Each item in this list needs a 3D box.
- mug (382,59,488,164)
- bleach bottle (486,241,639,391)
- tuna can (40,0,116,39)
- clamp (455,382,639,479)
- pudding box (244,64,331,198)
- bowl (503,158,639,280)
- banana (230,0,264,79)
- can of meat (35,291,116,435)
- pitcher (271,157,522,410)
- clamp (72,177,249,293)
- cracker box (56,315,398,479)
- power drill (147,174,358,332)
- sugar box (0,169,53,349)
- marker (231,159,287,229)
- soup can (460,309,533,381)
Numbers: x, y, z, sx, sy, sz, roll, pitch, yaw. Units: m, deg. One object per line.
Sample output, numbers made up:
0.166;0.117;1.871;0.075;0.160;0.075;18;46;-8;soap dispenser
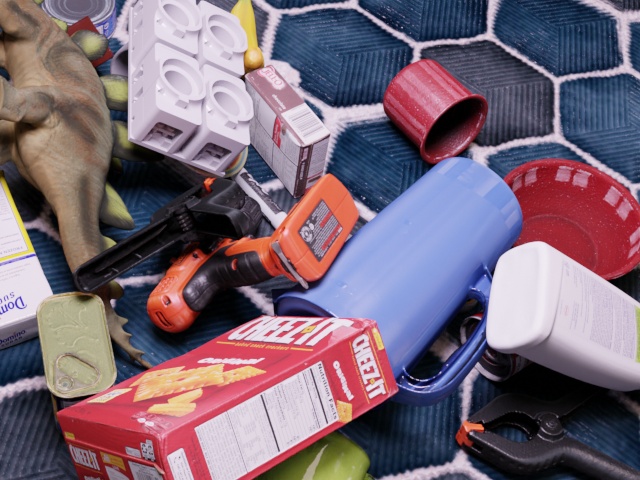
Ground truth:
0.130;-0.144;1.180;0.117;0.093;0.082;1;40;-49;mug
0.261;0.094;0.970;0.250;0.068;0.102;28;59;-30;bleach bottle
-0.278;-0.262;1.227;0.086;0.034;0.086;5;52;-6;tuna can
0.212;0.182;0.966;0.171;0.039;0.120;-7;46;-13;clamp
-0.039;-0.114;1.119;0.039;0.090;0.113;-25;62;-23;pudding box
0.254;-0.008;1.109;0.162;0.055;0.162;5;52;-6;bowl
-0.086;-0.221;1.194;0.037;0.070;0.198;-5;36;-6;banana
-0.210;0.110;0.921;0.057;0.084;0.102;-8;55;-16;can of meat
0.088;0.037;0.983;0.242;0.145;0.149;-43;104;-28;pitcher
-0.130;-0.014;0.971;0.164;0.036;0.210;-20;14;9;clamp
-0.073;0.126;0.840;0.213;0.164;0.072;-25;103;-35;cracker box
-0.056;0.001;0.983;0.057;0.188;0.184;51;43;-20;power drill
-0.315;0.019;0.998;0.093;0.048;0.176;-18;61;-19;sugar box
-0.071;-0.053;1.111;0.020;0.020;0.121;-28;62;-27;marker
0.194;0.082;1.022;0.102;0.068;0.068;-27;62;-27;soup can
